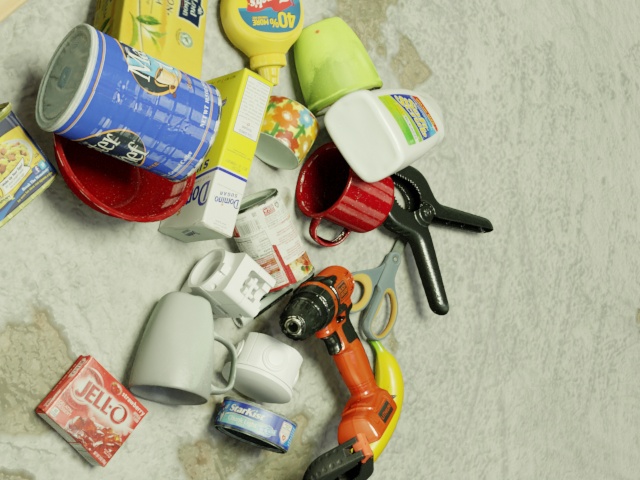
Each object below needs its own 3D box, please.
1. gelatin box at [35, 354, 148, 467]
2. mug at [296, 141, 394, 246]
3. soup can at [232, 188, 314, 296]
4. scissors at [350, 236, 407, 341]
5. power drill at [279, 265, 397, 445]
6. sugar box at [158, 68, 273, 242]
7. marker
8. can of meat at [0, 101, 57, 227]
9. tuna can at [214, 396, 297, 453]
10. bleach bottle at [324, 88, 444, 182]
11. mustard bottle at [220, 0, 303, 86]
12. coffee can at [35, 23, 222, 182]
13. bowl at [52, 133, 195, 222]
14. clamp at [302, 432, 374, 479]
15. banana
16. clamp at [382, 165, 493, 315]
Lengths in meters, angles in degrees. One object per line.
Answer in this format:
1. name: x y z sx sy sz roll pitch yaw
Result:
1. gelatin box: -0.226 0.169 1.060 0.089 0.030 0.073 51 59 -24
2. mug: 0.027 -0.047 1.242 0.081 0.093 0.117 23 90 -39
3. soup can: -0.058 0.001 1.180 0.068 0.069 0.102 -33 106 -35
4. scissors: 0.072 0.024 1.312 0.096 0.016 0.201 25 65 -26
5. power drill: 0.021 0.130 1.179 0.187 0.057 0.184 71 21 -8
6. sugar box: -0.111 -0.088 1.129 0.048 0.094 0.176 27 70 -33
7. marker: -0.050 0.060 1.211 0.120 0.020 0.020 -35 107 -34
8. can of meat: -0.308 -0.066 0.998 0.102 0.058 0.084 -48 117 -29
9. tuna can: -0.070 0.198 1.144 0.086 0.086 0.033 32 69 -32
10. bleach bottle: 0.091 -0.141 1.261 0.102 0.068 0.250 58 26 -2
11. mustard bottle: -0.067 -0.269 1.199 0.096 0.058 0.191 -7 91 -31
12. coffee can: -0.178 -0.125 0.994 0.140 0.103 0.103 22 73 -34
13. bowl: -0.205 -0.083 1.064 0.161 0.055 0.162 21 55 -34
14. clamp: 0.012 0.271 1.174 0.120 0.172 0.039 8 47 -48
15. banana: 0.057 0.215 1.276 0.069 0.037 0.197 22 68 -4
16. clamp: 0.121 -0.019 1.325 0.209 0.036 0.164 41 54 -21
